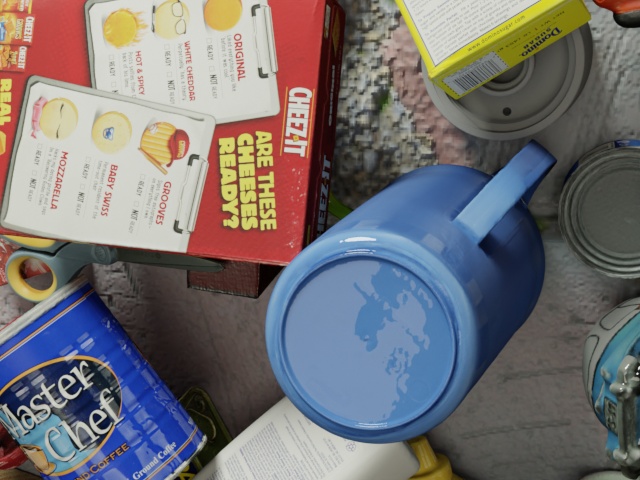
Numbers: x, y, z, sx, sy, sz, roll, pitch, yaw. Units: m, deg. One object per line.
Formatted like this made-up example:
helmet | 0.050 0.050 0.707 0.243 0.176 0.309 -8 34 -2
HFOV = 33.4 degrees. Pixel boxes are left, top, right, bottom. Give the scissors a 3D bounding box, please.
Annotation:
scissors | -0.155 0.021 0.740 0.202 0.016 0.096 22 122 21

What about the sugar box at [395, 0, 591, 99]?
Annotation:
sugar box | 0.077 -0.182 0.627 0.093 0.048 0.176 -29 66 20

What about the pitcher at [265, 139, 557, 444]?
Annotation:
pitcher | 0.061 0.023 0.620 0.145 0.242 0.149 -1 98 16

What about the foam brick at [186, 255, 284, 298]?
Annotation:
foam brick | -0.055 0.001 0.732 0.051 0.078 0.053 7 109 12

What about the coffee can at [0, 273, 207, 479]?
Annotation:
coffee can | -0.158 0.108 0.711 0.103 0.102 0.140 -34 95 20

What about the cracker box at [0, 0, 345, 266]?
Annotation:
cracker box | -0.099 -0.074 0.663 0.214 0.072 0.164 6 91 14

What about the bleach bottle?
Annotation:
bleach bottle | -0.059 0.188 0.730 0.251 0.103 0.068 -36 136 0
